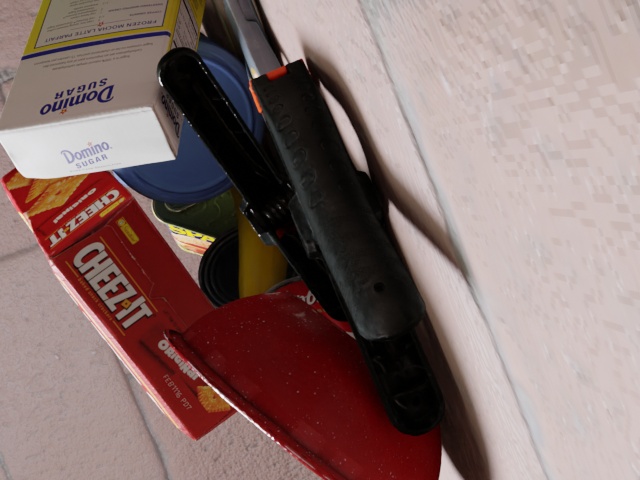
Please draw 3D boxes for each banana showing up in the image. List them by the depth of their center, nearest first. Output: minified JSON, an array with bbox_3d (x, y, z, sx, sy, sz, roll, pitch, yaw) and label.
[{"bbox_3d":[-0.050,-0.016,0.774,0.198,0.037,0.070,-111,37,-51],"label":"banana"}]

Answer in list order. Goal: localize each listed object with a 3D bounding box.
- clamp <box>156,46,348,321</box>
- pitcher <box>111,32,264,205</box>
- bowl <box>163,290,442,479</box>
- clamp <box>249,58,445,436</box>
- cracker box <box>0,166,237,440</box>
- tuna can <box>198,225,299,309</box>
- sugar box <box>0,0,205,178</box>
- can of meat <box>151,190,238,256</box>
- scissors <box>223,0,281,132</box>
[{"bbox_3d":[-0.020,-0.011,0.614,0.164,0.036,0.210,55,178,14],"label":"clamp"},{"bbox_3d":[-0.117,-0.112,0.781,0.149,0.145,0.243,56,174,-21],"label":"pitcher"},{"bbox_3d":[0.004,0.073,0.516,0.162,0.055,0.162,37,176,3],"label":"bowl"},{"bbox_3d":[0.008,-0.010,0.431,0.120,0.039,0.171,87,159,-68],"label":"clamp"},{"bbox_3d":[-0.136,0.024,0.744,0.164,0.072,0.214,56,170,-27],"label":"cracker box"},{"bbox_3d":[-0.049,0.029,0.825,0.034,0.086,0.086,73,172,-54],"label":"tuna can"},{"bbox_3d":[-0.121,-0.113,0.625,0.048,0.093,0.176,70,-162,-48],"label":"sugar box"},{"bbox_3d":[-0.086,-0.018,0.923,0.084,0.102,0.057,77,-150,-71],"label":"can of meat"},{"bbox_3d":[-0.043,-0.119,0.568,0.096,0.016,0.202,126,120,-84],"label":"scissors"}]
